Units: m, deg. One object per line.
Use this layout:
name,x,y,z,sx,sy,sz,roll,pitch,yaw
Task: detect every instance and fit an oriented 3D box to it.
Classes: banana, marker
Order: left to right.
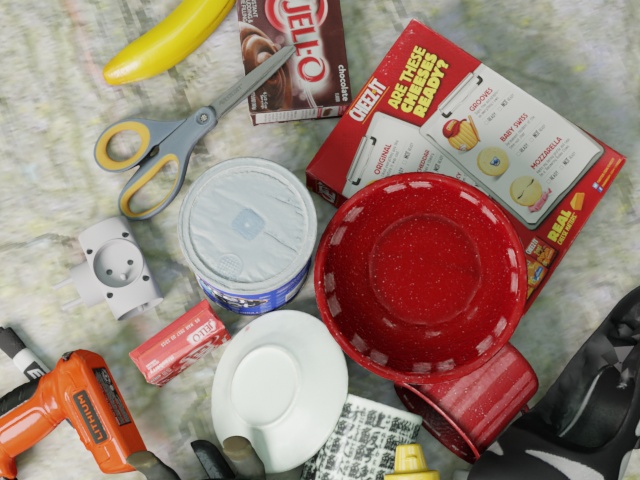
marker,-0.226,0.116,0.878,0.020,0.020,0.121,-44,83,-9
banana,-0.114,-0.208,0.937,0.070,0.037,0.197,25,78,21

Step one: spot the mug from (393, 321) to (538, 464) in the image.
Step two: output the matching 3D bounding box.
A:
mug,0.127,0.127,0.857,0.081,0.093,0.117,-44,100,-14

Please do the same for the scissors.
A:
scissors,-0.116,-0.108,0.904,0.096,0.016,0.202,38,94,13

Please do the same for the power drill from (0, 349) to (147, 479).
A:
power drill,-0.234,0.183,0.834,0.187,0.057,0.184,-26,86,2

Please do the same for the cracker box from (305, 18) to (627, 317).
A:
cracker box,0.119,-0.056,0.896,0.214,0.072,0.164,34,80,5

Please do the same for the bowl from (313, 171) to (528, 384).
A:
bowl,0.078,0.026,0.822,0.162,0.055,0.162,1,97,11

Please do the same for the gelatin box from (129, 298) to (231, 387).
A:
gelatin box,-0.110,0.084,0.852,0.073,0.089,0.030,-35,82,-8

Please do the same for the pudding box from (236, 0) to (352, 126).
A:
pudding box,-0.023,-0.160,0.927,0.090,0.039,0.113,-6,79,-3

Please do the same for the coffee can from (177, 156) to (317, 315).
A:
coffee can,-0.056,0.001,0.844,0.103,0.140,0.103,0,79,-2
